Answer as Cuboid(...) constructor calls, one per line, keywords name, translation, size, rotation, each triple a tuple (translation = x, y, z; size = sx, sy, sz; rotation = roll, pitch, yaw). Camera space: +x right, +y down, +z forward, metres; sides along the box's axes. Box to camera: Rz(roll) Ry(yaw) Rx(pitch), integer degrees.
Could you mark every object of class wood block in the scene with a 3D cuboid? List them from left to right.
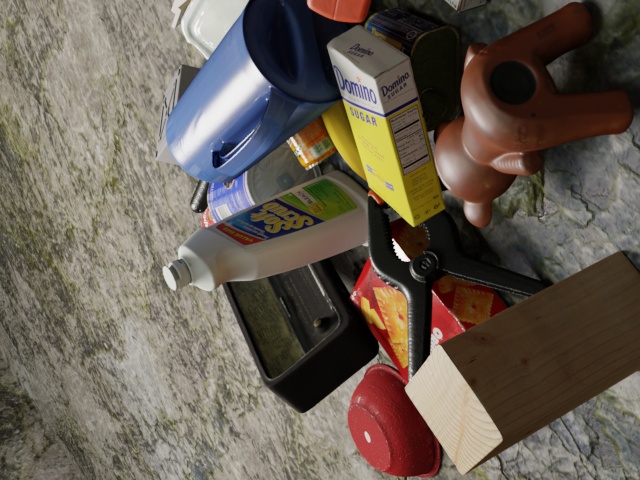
Cuboid(name="wood block", translation=(0.188, 0.100, 0.897), size=(0.090, 0.205, 0.091), rotation=(56, 151, 19))

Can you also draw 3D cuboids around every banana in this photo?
Cuboid(name="banana", translation=(0.022, -0.156, 1.182), size=(0.070, 0.037, 0.198), rotation=(15, 123, 58))

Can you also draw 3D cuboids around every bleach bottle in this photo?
Cuboid(name="bleach bottle", translation=(-0.058, 0.001, 1.215), size=(0.103, 0.250, 0.068), rotation=(45, 146, 36))

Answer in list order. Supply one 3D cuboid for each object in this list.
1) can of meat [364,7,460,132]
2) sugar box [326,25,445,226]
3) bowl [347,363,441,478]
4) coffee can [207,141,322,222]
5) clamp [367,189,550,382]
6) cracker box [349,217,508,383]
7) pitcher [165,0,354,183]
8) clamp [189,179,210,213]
Cuboid(name="can of meat", translation=(0.087, -0.167, 1.034), size=(0.084, 0.057, 0.102), rotation=(37, 141, 47))
Cuboid(name="sugar box", translation=(0.063, -0.106, 1.006), size=(0.093, 0.048, 0.176), rotation=(45, 163, 49))
Cuboid(name="bowl", translation=(0.083, 0.242, 1.367), size=(0.162, 0.055, 0.162), rotation=(42, 144, 40))
Cuboid(name="coffee can", translation=(-0.072, -0.063, 1.354), size=(0.141, 0.102, 0.103), rotation=(-16, 96, 63))
Cuboid(name="clamp", translation=(0.104, 0.038, 1.061), size=(0.210, 0.164, 0.036), rotation=(49, -176, 24))
Cuboid(name="cracker box", translation=(0.128, 0.095, 1.149), size=(0.214, 0.072, 0.164), rotation=(55, 152, 20))
Cuboid(name="pitcher", translation=(-0.074, -0.144, 1.114), size=(0.243, 0.149, 0.145), rotation=(-36, 80, 53))
Cuboid(name="clamp", translation=(-0.140, -0.129, 1.471), size=(0.172, 0.039, 0.120), rotation=(-51, 37, 42))
